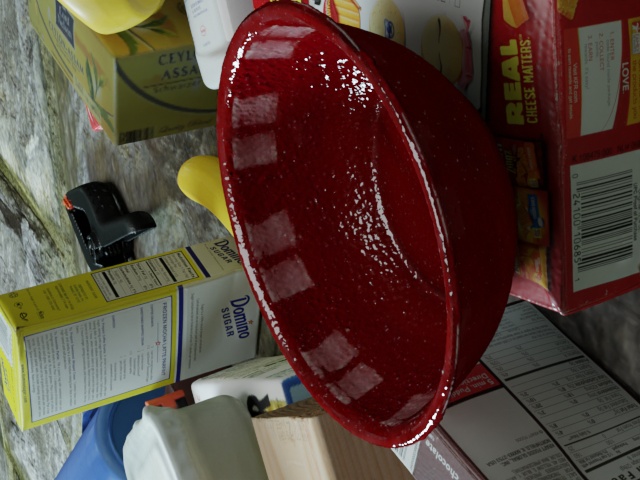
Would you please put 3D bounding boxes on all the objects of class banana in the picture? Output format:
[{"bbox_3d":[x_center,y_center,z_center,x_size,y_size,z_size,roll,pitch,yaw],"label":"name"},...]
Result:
[{"bbox_3d":[-0.050,-0.011,0.699,0.198,0.037,0.070,49,142,40],"label":"banana"}]

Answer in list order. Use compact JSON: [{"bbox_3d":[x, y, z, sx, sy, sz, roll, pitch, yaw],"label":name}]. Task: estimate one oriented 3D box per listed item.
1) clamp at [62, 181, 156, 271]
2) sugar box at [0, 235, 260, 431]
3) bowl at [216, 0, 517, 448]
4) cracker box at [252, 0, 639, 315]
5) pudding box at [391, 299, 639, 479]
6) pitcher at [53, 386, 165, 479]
[{"bbox_3d":[-0.191,0.016,0.979,0.210,0.036,0.164,39,136,52],"label":"clamp"},{"bbox_3d":[-0.127,0.060,0.729,0.048,0.175,0.093,47,142,39],"label":"sugar box"},{"bbox_3d":[0.021,-0.010,0.385,0.162,0.055,0.162,43,142,47],"label":"bowl"},{"bbox_3d":[0.050,-0.080,0.439,0.214,0.072,0.164,23,124,58],"label":"cracker box"},{"bbox_3d":[0.082,0.077,0.438,0.114,0.089,0.039,49,142,42],"label":"pudding box"},{"bbox_3d":[-0.169,0.203,0.945,0.149,0.144,0.243,35,142,1],"label":"pitcher"}]
